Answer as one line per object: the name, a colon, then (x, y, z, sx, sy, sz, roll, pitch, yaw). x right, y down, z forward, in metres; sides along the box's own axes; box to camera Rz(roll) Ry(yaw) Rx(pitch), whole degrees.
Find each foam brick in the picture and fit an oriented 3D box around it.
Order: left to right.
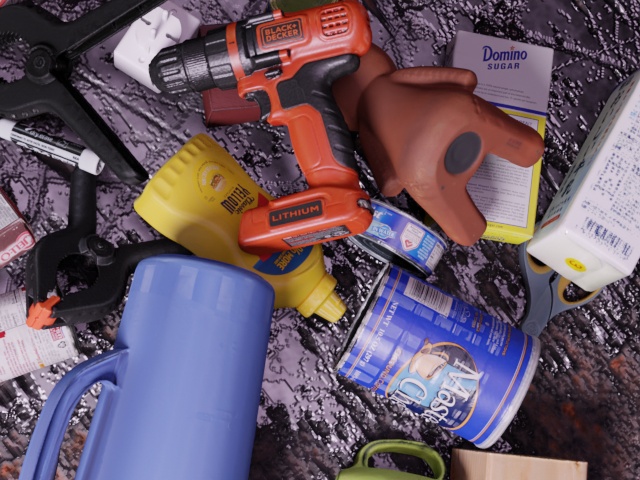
foam brick: (-0.076, -0.143, 0.916, 0.051, 0.053, 0.078, -7, 84, -11)

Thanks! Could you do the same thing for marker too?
marker: (-0.235, -0.083, 0.881, 0.121, 0.020, 0.020, 21, 78, 8)

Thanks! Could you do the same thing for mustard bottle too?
mustard bottle: (-0.056, 0.001, 0.888, 0.191, 0.058, 0.096, 41, 42, -4)

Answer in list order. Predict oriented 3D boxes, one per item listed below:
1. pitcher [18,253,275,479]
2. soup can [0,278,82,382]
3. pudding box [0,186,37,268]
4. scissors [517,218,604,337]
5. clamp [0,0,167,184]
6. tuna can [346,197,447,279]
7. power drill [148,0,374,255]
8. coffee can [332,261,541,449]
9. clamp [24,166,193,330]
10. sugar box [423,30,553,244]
pitcher: (-0.115, 0.135, 0.777, 0.145, 0.149, 0.243, 9, 76, 9)
soup can: (-0.248, 0.075, 0.845, 0.102, 0.068, 0.068, -19, 86, -13)
pudding box: (-0.294, -0.003, 0.843, 0.113, 0.039, 0.090, -34, 54, -15)
scissors: (0.179, 0.060, 0.953, 0.201, 0.016, 0.096, -40, 89, -13)
clamp: (-0.210, -0.149, 0.858, 0.210, 0.036, 0.164, 18, 93, 17)
tuna can: (0.062, -0.002, 0.904, 0.086, 0.086, 0.033, 30, 82, -5)
power drill: (-0.040, -0.087, 0.836, 0.184, 0.057, 0.187, -12, 78, 13)
coffee can: (0.095, 0.094, 0.881, 0.140, 0.103, 0.102, 27, 78, 0)
clamp: (-0.171, 0.016, 0.849, 0.120, 0.039, 0.171, 26, 43, -6)
sugar box: (0.150, -0.092, 0.955, 0.093, 0.048, 0.176, 10, 77, -7)
